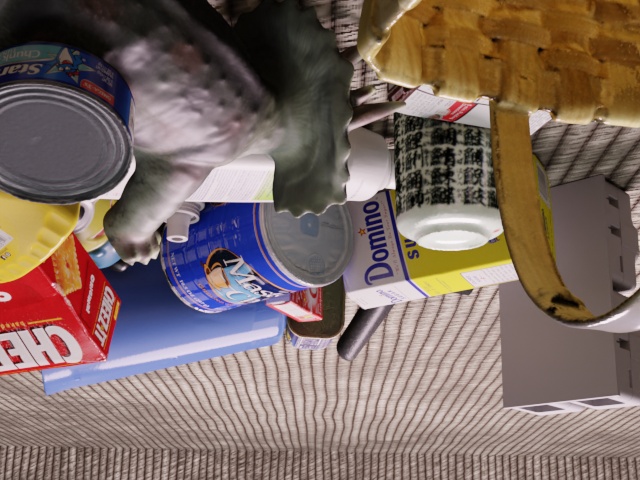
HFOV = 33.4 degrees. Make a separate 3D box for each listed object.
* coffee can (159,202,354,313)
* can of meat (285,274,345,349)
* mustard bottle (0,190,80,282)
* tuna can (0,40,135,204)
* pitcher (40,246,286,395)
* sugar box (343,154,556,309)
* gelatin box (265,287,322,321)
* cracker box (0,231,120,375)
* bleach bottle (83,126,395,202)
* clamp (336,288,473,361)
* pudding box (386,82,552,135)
[{"bbox_3d":[-0.056,0.001,0.920,0.102,0.103,0.141,18,156,-41],"label":"coffee can"},{"bbox_3d":[-0.007,0.058,1.096,0.057,0.102,0.084,4,164,-5],"label":"can of meat"},{"bbox_3d":[-0.244,-0.047,0.633,0.096,0.058,0.191,-29,132,33],"label":"mustard bottle"},{"bbox_3d":[-0.136,-0.058,0.537,0.086,0.034,0.086,-1,141,-1],"label":"tuna can"},{"bbox_3d":[-0.163,0.071,1.052,0.242,0.145,0.149,-8,-165,-14],"label":"pitcher"},{"bbox_3d":[0.104,-0.005,0.888,0.176,0.093,0.048,-13,149,26],"label":"sugar box"},{"bbox_3d":[-0.024,0.026,1.016,0.030,0.089,0.073,-8,160,22],"label":"gelatin box"},{"bbox_3d":[-0.270,0.018,0.800,0.164,0.072,0.213,-8,137,14],"label":"cracker box"},{"bbox_3d":[-0.054,-0.061,0.799,0.250,0.068,0.103,4,162,-17],"label":"bleach bottle"},{"bbox_3d":[0.090,0.033,1.058,0.164,0.036,0.210,-26,149,-16],"label":"clamp"},{"bbox_3d":[0.111,-0.107,0.683,0.113,0.039,0.090,6,161,-20],"label":"pudding box"}]
